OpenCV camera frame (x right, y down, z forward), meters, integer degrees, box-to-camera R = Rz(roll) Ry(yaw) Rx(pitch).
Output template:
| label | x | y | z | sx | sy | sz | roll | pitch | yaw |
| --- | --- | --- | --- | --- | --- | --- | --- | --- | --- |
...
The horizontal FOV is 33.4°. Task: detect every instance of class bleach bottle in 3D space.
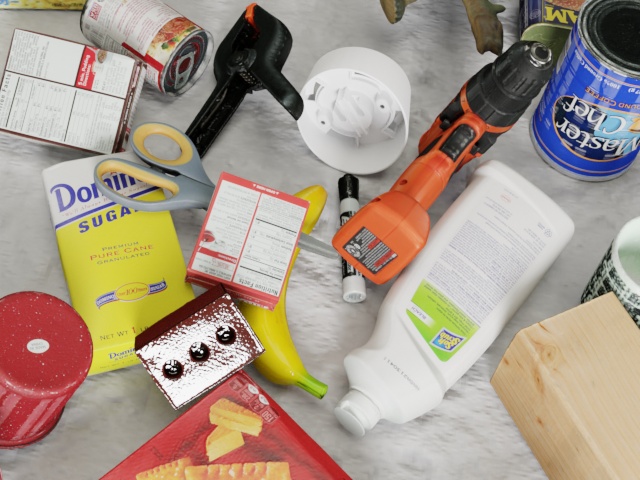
| label | x | y | z | sx | sy | sz | roll | pitch | yaw |
| --- | --- | --- | --- | --- | --- | --- | --- | --- | --- |
| bleach bottle | 0.093 | 0.049 | 0.839 | 0.102 | 0.068 | 0.250 | 39 | 63 | 11 |

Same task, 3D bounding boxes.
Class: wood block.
| label | x | y | z | sx | sy | sz | roll | pitch | yaw |
| --- | --- | --- | --- | --- | --- | --- | --- | --- | --- |
| wood block | 0.221 | 0.155 | 0.772 | 0.090 | 0.090 | 0.206 | -20 | 62 | -19 |

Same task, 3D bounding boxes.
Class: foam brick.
| label | x | y | z | sx | sy | sz | roll | pitch | yaw |
| --- | --- | --- | --- | --- | --- | --- | --- | --- | --- |
| foam brick | -0.087 | 0.074 | 0.760 | 0.078 | 0.051 | 0.053 | -33 | 101 | -4 |

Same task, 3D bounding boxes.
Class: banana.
| label | x | y | z | sx | sy | sz | roll | pitch | yaw |
| --- | --- | --- | --- | --- | --- | --- | --- | --- | --- |
| banana | -0.030 | 0.036 | 0.848 | 0.069 | 0.037 | 0.198 | 9 | 56 | -13 |

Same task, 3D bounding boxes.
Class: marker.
| label | x | y | z | sx | sy | sz | roll | pitch | yaw |
| --- | --- | --- | --- | --- | --- | --- | --- | --- | --- |
| marker | 0.026 | -0.005 | 0.891 | 0.020 | 0.020 | 0.121 | 2 | 57 | -7 |

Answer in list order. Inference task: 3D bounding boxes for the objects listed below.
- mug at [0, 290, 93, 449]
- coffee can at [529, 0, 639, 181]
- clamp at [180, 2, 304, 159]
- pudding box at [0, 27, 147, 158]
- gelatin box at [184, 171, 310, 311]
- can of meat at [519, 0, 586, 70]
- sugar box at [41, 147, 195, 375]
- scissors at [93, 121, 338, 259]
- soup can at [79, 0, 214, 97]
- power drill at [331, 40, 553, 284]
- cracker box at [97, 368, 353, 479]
| label | x | y | z | sx | sy | sz | roll | pitch | yaw |
| --- | --- | --- | --- | --- | --- | --- | --- | --- | --- |
| mug | -0.217 | 0.079 | 0.745 | 0.117 | 0.082 | 0.093 | 48 | 45 | 3 |
| coffee can | 0.252 | -0.133 | 0.931 | 0.102 | 0.140 | 0.103 | 4 | 57 | -6 |
| clamp | -0.071 | -0.142 | 0.942 | 0.120 | 0.039 | 0.171 | -21 | 41 | 15 |
| pudding box | -0.213 | -0.122 | 0.901 | 0.113 | 0.039 | 0.090 | 14 | 89 | 3 |
| gelatin box | -0.055 | 0.001 | 0.813 | 0.073 | 0.030 | 0.089 | 18 | 68 | -3 |
| can of meat | 0.242 | -0.210 | 1.030 | 0.102 | 0.057 | 0.084 | 9 | 54 | -2 |
| sugar box | -0.158 | 0.012 | 0.840 | 0.093 | 0.048 | 0.176 | -12 | 61 | -16 |
| scissors | -0.079 | -0.044 | 0.858 | 0.201 | 0.016 | 0.096 | 12 | 54 | -5 |
| soup can | -0.155 | -0.183 | 0.952 | 0.102 | 0.068 | 0.068 | 35 | 60 | 15 |
| power drill | 0.097 | -0.061 | 0.841 | 0.057 | 0.185 | 0.187 | 41 | 61 | 1 |
| cracker box | -0.078 | 0.211 | 0.706 | 0.213 | 0.072 | 0.164 | -37 | 68 | -26 |
